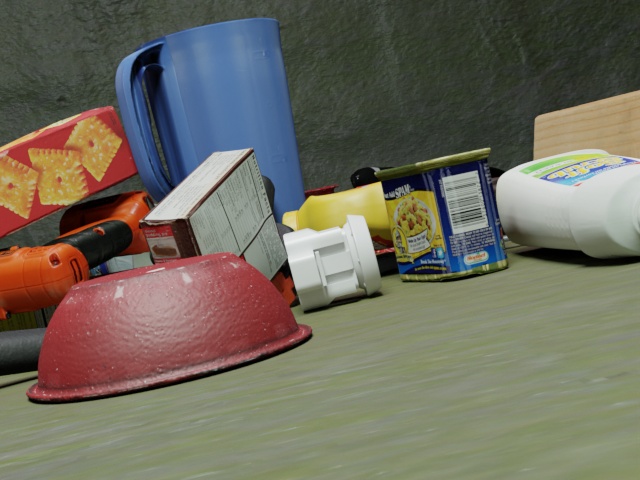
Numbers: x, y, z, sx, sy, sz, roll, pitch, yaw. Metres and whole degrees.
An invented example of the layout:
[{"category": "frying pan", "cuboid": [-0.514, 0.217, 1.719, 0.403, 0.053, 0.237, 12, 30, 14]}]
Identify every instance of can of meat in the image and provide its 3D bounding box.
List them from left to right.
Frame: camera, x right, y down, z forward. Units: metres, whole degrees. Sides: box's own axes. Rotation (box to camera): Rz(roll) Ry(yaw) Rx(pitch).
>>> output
[{"category": "can of meat", "cuboid": [0.087, -0.017, 0.764, 0.057, 0.084, 0.102, -13, 3, -21]}]

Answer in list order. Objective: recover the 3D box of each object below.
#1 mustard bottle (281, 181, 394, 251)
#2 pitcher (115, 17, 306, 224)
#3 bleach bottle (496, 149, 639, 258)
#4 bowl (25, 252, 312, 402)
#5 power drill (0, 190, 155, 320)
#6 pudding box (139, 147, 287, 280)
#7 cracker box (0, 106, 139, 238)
[{"category": "mustard bottle", "cuboid": [0.046, -0.018, 0.873, 0.192, 0.058, 0.096, -12, -10, 11]}, {"category": "pitcher", "cuboid": [-0.087, -0.071, 0.964, 0.149, 0.243, 0.145, -12, 3, -1]}, {"category": "bleach bottle", "cuboid": [0.193, -0.024, 0.710, 0.102, 0.068, 0.251, -13, 5, -4]}, {"category": "bowl", "cuboid": [-0.088, 0.042, 0.597, 0.162, 0.055, 0.162, -12, 3, 0]}, {"category": "power drill", "cuboid": [-0.234, 0.017, 0.893, 0.185, 0.057, 0.187, -7, 16, 27]}, {"category": "pudding box", "cuboid": [-0.068, 0.000, 0.716, 0.039, 0.090, 0.113, -7, 24, 24]}, {"category": "cracker box", "cuboid": [-0.286, -0.037, 0.902, 0.165, 0.072, 0.213, -12, 14, 46]}]
